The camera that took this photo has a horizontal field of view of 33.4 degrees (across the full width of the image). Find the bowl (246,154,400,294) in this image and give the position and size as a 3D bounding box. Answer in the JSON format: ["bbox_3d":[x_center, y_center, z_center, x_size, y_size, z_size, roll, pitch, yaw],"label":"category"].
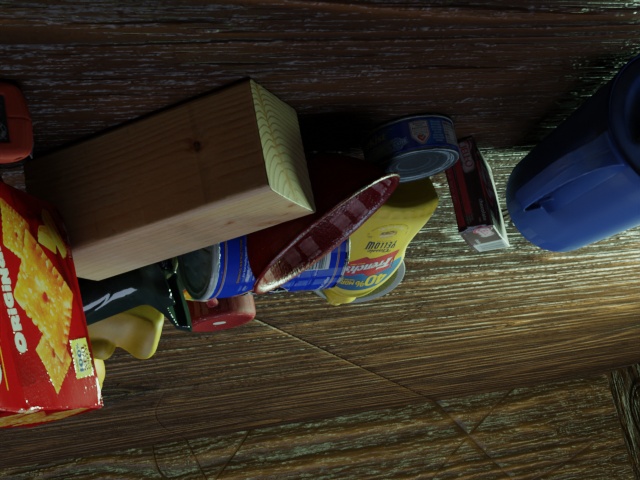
[{"bbox_3d":[-0.010,-0.024,0.922,0.162,0.055,0.162,-37,170,-8],"label":"bowl"}]

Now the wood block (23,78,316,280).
[{"bbox_3d":[-0.121,-0.042,0.846,0.206,0.091,0.090,-17,164,19],"label":"wood block"}]

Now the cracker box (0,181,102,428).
[{"bbox_3d":[-0.226,0.041,0.712,0.072,0.164,0.213,-16,169,6],"label":"cracker box"}]

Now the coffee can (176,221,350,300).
[{"bbox_3d":[-0.057,0.001,1.026,0.140,0.103,0.103,-4,163,-26],"label":"coffee can"}]

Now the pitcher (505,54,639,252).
[{"bbox_3d":[0.257,-0.065,0.978,0.149,0.145,0.243,24,160,-8],"label":"pitcher"}]

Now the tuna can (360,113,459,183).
[{"bbox_3d":[0.081,-0.081,0.961,0.086,0.034,0.086,-11,165,-3],"label":"tuna can"}]

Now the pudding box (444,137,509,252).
[{"bbox_3d":[0.152,-0.042,1.051,0.039,0.090,0.113,-13,165,13],"label":"pudding box"}]

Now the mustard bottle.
[{"bbox_3d":[0.043,0.006,1.098,0.096,0.058,0.192,-3,144,-25],"label":"mustard bottle"}]

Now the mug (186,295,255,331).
[{"bbox_3d":[-0.120,0.053,1.206,0.093,0.081,0.117,-11,165,-1],"label":"mug"}]
